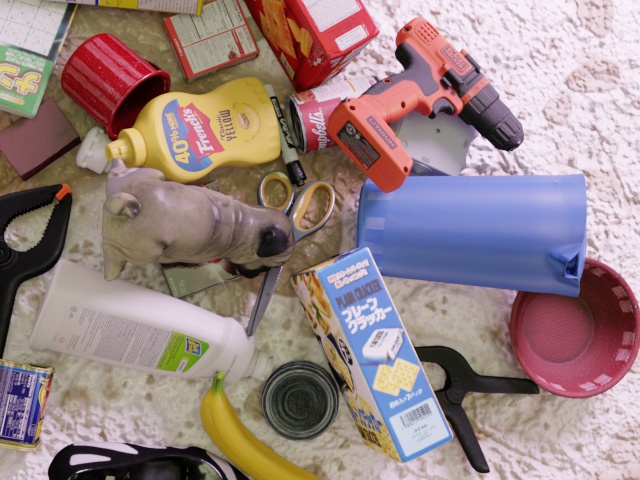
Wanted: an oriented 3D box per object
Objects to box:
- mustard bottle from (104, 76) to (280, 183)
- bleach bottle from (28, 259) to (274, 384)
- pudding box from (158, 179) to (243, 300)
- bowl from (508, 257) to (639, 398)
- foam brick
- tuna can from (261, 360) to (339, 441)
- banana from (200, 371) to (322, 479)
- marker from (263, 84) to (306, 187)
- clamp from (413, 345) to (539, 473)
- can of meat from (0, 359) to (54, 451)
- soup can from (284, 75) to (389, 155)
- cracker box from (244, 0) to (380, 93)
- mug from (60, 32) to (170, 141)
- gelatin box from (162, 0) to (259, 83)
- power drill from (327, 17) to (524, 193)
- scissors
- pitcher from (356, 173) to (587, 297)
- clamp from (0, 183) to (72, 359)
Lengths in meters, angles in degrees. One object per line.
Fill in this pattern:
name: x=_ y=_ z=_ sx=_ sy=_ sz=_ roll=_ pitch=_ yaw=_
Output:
mustard bottle: x=-0.139 y=-0.112 z=1.135 sx=0.191 sy=0.058 sz=0.096 roll=-17 pitch=94 yaw=-32
bleach bottle: x=-0.173 y=0.104 z=1.135 sx=0.250 sy=0.068 sz=0.103 roll=20 pitch=126 yaw=-15
pudding box: x=-0.138 y=0.000 z=1.167 sx=0.090 sy=0.039 sz=0.113 roll=-20 pitch=90 yaw=-12
bowl: x=0.285 y=0.099 z=1.231 sx=0.162 sy=0.055 sz=0.162 roll=1 pitch=86 yaw=-11
foam brick: x=-0.302 y=-0.107 z=1.138 sx=0.078 sy=0.051 sz=0.053 roll=-36 pitch=94 yaw=-11
tuna can: x=-0.022 y=0.176 z=1.170 sx=0.086 sy=0.034 sz=0.086 roll=0 pitch=91 yaw=2
banana: x=-0.067 y=0.227 z=1.154 sx=0.197 sy=0.070 sz=0.037 roll=47 pitch=45 yaw=-12
marker: x=-0.042 y=-0.117 z=1.194 sx=0.020 sy=0.020 sz=0.121 roll=-18 pitch=81 yaw=-11
clamp: x=0.152 y=0.183 z=1.210 sx=0.171 sy=0.039 sz=0.120 roll=25 pitch=77 yaw=-2
can of meat: x=-0.309 y=0.167 z=1.093 sx=0.057 sy=0.102 sz=0.084 roll=11 pitch=82 yaw=-9
soup can: x=0.019 y=-0.141 z=1.191 sx=0.102 sy=0.068 sz=0.068 roll=-16 pitch=89 yaw=-12
cracker box: x=-0.037 y=-0.276 z=1.142 sx=0.072 sy=0.164 sz=0.213 roll=-32 pitch=93 yaw=-13
mug: x=-0.213 y=-0.170 z=1.142 sx=0.081 sy=0.093 sz=0.117 roll=40 pitch=40 yaw=13
gelatin box: x=-0.122 y=-0.225 z=1.191 sx=0.089 sy=0.030 sz=0.073 roll=-23 pitch=89 yaw=-11
power drill: x=0.112 y=-0.132 z=1.143 sx=0.184 sy=0.057 sz=0.187 roll=46 pitch=57 yaw=4
scissors: x=-0.058 y=0.001 z=1.171 sx=0.096 sy=0.016 sz=0.201 roll=36 pitch=65 yaw=3
pitcher: x=0.165 y=-0.015 z=1.167 sx=0.243 sy=0.149 sz=0.145 roll=3 pitch=73 yaw=8
clamp: x=-0.349 y=0.012 z=1.128 sx=0.164 sy=0.036 sz=0.210 roll=38 pitch=78 yaw=-5
